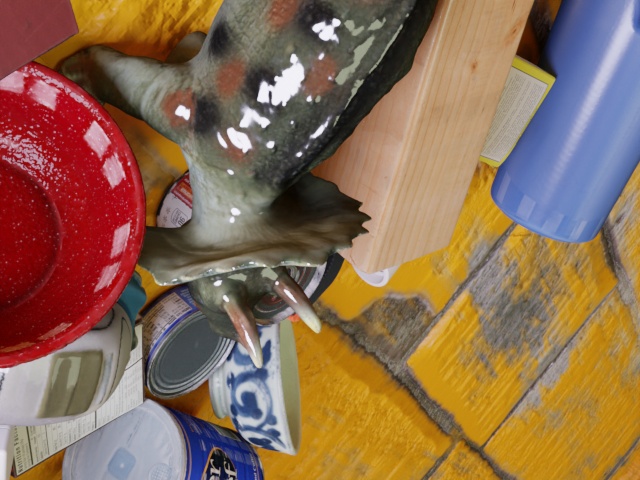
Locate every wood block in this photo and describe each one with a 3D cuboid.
[{"bbox_3d":[0.056,-0.093,0.710,0.090,0.091,0.206,-18,135,-40],"label":"wood block"}]

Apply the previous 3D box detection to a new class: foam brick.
[{"bbox_3d":[-0.155,-0.124,0.494,0.051,0.053,0.078,-37,147,-23],"label":"foam brick"}]

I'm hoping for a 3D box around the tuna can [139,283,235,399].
[{"bbox_3d":[-0.105,0.075,0.801,0.086,0.034,0.086,-34,146,-28],"label":"tuna can"}]

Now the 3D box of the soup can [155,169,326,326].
[{"bbox_3d":[-0.055,0.001,0.718,0.068,0.102,0.068,-34,146,-27],"label":"soup can"}]

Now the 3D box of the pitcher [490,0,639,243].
[{"bbox_3d":[0.247,-0.128,0.961,0.148,0.145,0.243,-2,123,-43],"label":"pitcher"}]

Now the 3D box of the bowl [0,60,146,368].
[{"bbox_3d":[-0.171,-0.011,0.532,0.161,0.162,0.055,-36,178,-25],"label":"bowl"}]

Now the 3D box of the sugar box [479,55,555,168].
[{"bbox_3d":[0.110,-0.121,0.857,0.175,0.048,0.093,14,112,-48],"label":"sugar box"}]

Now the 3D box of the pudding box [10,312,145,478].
[{"bbox_3d":[-0.174,0.098,0.727,0.113,0.039,0.090,-27,142,-33],"label":"pudding box"}]

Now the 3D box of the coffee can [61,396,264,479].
[{"bbox_3d":[-0.118,0.184,0.832,0.103,0.103,0.140,-51,151,-1],"label":"coffee can"}]
